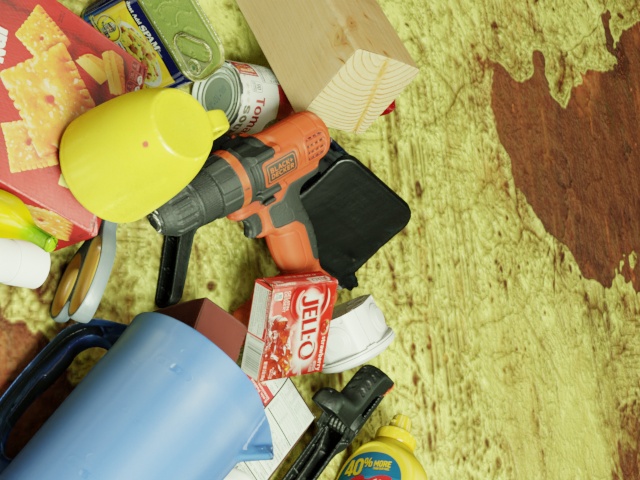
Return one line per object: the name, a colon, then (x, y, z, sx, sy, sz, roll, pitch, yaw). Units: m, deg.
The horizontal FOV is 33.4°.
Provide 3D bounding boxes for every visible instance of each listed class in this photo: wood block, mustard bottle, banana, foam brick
wood block: (-0.005, -0.211, 1.003, 0.090, 0.091, 0.206, 7, 46, -46)
mustard bottle: (0.050, 0.246, 0.993, 0.058, 0.096, 0.191, 46, 49, -28)
banana: (-0.282, -0.009, 0.715, 0.197, 0.070, 0.037, -9, 121, -24)
foam brick: (-0.108, 0.086, 0.879, 0.051, 0.078, 0.053, 40, 52, -31)

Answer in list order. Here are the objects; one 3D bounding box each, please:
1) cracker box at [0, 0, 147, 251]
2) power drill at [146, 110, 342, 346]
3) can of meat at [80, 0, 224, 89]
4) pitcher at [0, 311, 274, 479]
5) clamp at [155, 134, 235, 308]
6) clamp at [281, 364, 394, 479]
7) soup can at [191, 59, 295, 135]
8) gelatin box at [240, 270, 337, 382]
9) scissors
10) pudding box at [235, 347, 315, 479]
cracker box: (-0.243, -0.114, 0.792, 0.213, 0.072, 0.164, 35, 55, -36)
power drill: (-0.056, 0.001, 0.919, 0.184, 0.057, 0.187, -32, 129, -31)
can of meat: (-0.144, -0.173, 0.908, 0.102, 0.084, 0.057, 59, 44, -18)
pitcher: (-0.164, 0.170, 0.748, 0.242, 0.149, 0.145, -48, 115, -30)
clamp: (-0.131, -0.040, 0.920, 0.120, 0.039, 0.171, 50, 50, -33)
clamp: (0.019, 0.161, 0.974, 0.036, 0.165, 0.209, 33, 35, 14)
soup can: (-0.061, -0.129, 0.998, 0.102, 0.069, 0.068, 1, 79, -48)
gelatin box: (-0.026, 0.073, 0.918, 0.073, 0.030, 0.089, -4, 112, -41)
scissors: (-0.172, -0.017, 0.840, 0.016, 0.096, 0.201, 28, 49, -25)
pudding box: (-0.063, 0.159, 0.938, 0.113, 0.039, 0.090, -47, 114, -42)
